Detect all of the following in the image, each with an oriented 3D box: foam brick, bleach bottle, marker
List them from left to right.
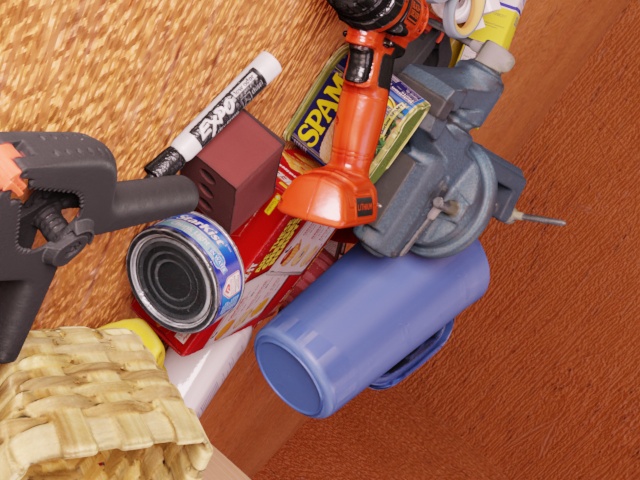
[{"bbox_3d":[-0.153,0.177,1.016,0.250,0.068,0.102,-61,174,-19],"label":"bleach bottle"},{"bbox_3d":[-0.072,-0.079,0.704,0.121,0.020,0.020,-47,170,-17],"label":"marker"},{"bbox_3d":[-0.064,-0.051,0.751,0.051,0.053,0.078,-46,169,-23],"label":"foam brick"}]

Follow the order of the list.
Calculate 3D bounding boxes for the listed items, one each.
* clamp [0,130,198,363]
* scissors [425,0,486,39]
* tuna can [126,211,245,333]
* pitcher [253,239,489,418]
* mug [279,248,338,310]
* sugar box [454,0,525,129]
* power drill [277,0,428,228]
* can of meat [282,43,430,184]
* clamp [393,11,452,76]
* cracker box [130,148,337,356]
[{"bbox_3d":[-0.152,0.000,0.584,0.164,0.036,0.210,-44,167,-3],"label":"clamp"},{"bbox_3d":[0.151,-0.254,0.941,0.201,0.016,0.096,-44,131,-30],"label":"scissors"},{"bbox_3d":[-0.099,0.024,0.774,0.033,0.086,0.086,-36,163,-51],"label":"tuna can"},{"bbox_3d":[0.053,0.079,1.092,0.242,0.149,0.145,-37,174,-31],"label":"pitcher"},{"bbox_3d":[-0.023,0.033,1.178,0.093,0.081,0.117,-54,170,21],"label":"mug"},{"bbox_3d":[0.178,-0.212,1.120,0.093,0.048,0.176,29,84,-80],"label":"sugar box"},{"bbox_3d":[0.023,-0.105,0.752,0.184,0.057,0.188,-8,115,-72],"label":"power drill"},{"bbox_3d":[0.031,-0.101,0.898,0.102,0.084,0.057,-55,169,29],"label":"can of meat"},{"bbox_3d":[0.082,-0.145,1.069,0.120,0.039,0.171,-35,150,-34],"label":"clamp"},{"bbox_3d":[-0.056,0.001,0.933,0.164,0.072,0.213,-53,169,15],"label":"cracker box"}]
